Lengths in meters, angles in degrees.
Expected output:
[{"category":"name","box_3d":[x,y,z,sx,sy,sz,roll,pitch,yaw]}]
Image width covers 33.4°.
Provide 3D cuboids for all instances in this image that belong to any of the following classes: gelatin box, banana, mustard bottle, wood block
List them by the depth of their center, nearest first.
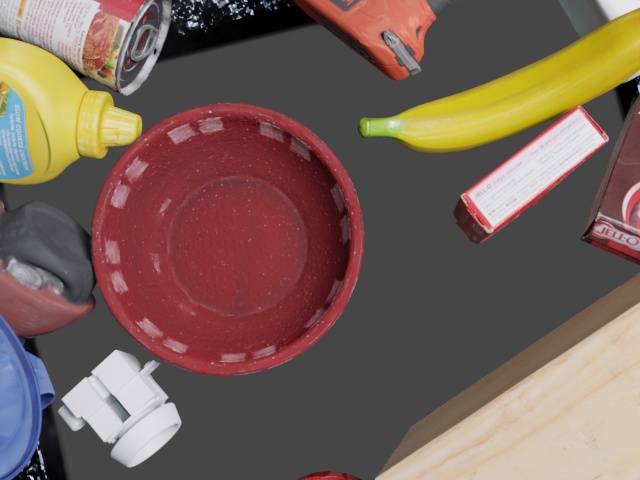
[{"category":"wood block","box_3d":[0.143,0.098,0.581,0.206,0.090,0.090,-38,86,20]},{"category":"banana","box_3d":[0.122,-0.087,0.627,0.198,0.069,0.037,-21,83,29]},{"category":"gelatin box","box_3d":[0.122,-0.036,0.637,0.089,0.073,0.030,-38,84,-1]},{"category":"mustard bottle","box_3d":[-0.204,-0.079,0.650,0.191,0.096,0.058,8,42,3]}]

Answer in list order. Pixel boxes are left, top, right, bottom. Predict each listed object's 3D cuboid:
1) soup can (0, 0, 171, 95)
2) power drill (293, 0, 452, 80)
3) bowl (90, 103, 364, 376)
[{"category":"soup can","box_3d":[-0.153,-0.141,0.663,0.102,0.068,0.068,25,86,5]},{"category":"power drill","box_3d":[0.061,-0.205,0.646,0.188,0.057,0.185,-48,56,5]},{"category":"bowl","box_3d":[-0.054,0.001,0.651,0.162,0.055,0.162,0,85,3]}]
